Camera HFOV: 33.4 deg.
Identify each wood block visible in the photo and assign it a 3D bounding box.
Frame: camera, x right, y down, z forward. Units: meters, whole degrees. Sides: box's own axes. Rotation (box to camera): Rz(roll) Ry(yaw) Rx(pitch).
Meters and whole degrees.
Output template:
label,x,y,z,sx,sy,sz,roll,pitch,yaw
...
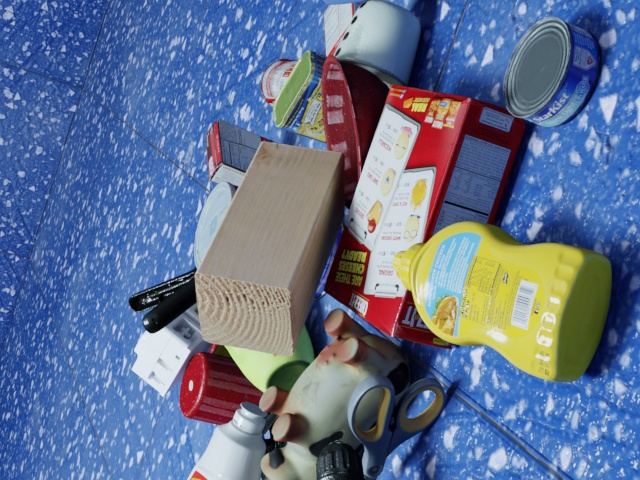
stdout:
label,x,y,z,sx,sy,sz,roll,pitch,yaw
wood block,-0.043,0.003,1.037,0.206,0.091,0.090,-69,-17,-47

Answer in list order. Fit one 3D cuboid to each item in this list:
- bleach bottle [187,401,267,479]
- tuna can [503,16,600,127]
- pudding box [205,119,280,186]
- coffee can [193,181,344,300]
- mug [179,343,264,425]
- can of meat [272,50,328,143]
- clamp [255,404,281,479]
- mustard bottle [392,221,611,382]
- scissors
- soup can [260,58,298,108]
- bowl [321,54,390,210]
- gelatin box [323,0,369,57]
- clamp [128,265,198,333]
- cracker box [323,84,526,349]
label,x,y,z,sx,sy,sz,roll,pitch,yaw
bleach bottle,-0.114,0.274,1.055,0.251,0.068,0.103,-67,24,9
tuna can,0.189,-0.137,0.874,0.086,0.033,0.086,-45,37,48
pudding box,-0.089,-0.097,1.359,0.039,0.113,0.090,-51,32,35
coffee can,-0.058,0.001,1.194,0.103,0.140,0.103,-45,37,48
mug,-0.116,0.170,1.290,0.093,0.081,0.117,13,87,66
can of meat,0.003,-0.163,1.235,0.102,0.083,0.057,-55,30,37
clamp,-0.060,0.236,1.179,0.172,0.039,0.120,164,111,-70
mustard bottle,0.125,0.036,0.814,0.192,0.058,0.096,18,98,49
scissors,0.064,0.189,0.945,0.016,0.096,0.202,-117,17,-48
soup can,-0.027,-0.193,1.340,0.102,0.068,0.068,25,98,66
bowl,0.045,-0.114,1.105,0.162,0.055,0.162,170,90,-81
gelatin box,0.034,-0.267,1.299,0.073,0.030,0.089,-49,34,47
clamp,-0.139,0.048,1.304,0.210,0.036,0.165,-28,14,-4
cracker box,0.092,-0.027,0.973,0.164,0.072,0.214,30,103,66
